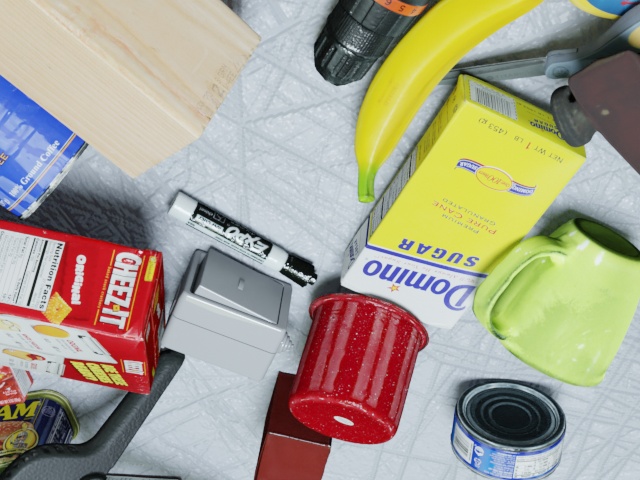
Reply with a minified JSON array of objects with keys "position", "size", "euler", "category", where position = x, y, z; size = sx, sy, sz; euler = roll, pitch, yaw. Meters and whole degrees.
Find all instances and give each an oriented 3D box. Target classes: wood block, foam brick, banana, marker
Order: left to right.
[{"position":[-0.150,-0.142,0.625],"size":[0.206,0.090,0.091],"euler":[40,148,-20],"category":"wood block"},{"position":[-0.055,0.001,0.783],"size":[0.121,0.020,0.020],"euler":[29,119,-13],"category":"marker"},{"position":[-0.018,0.150,0.838],"size":[0.051,0.078,0.053],"euler":[14,121,-3],"category":"foam brick"},{"position":[0.076,-0.111,0.673],"size":[0.037,0.070,0.198],"euler":[3,136,-42],"category":"banana"}]

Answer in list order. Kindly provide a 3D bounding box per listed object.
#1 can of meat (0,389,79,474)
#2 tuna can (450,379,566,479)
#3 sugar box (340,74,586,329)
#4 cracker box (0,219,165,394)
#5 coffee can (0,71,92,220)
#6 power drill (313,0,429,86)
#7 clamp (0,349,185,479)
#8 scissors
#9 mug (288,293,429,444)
[{"position":[-0.258,0.174,0.868],"size":[0.102,0.084,0.057],"euler":[-9,121,10],"category":"can of meat"},{"position":[0.144,0.145,0.816],"size":[0.086,0.086,0.034],"euler":[4,120,2],"category":"tuna can"},{"position":[0.093,-0.020,0.734],"size":[0.093,0.048,0.176],"euler":[24,125,-10],"category":"sugar box"},{"position":[-0.219,0.039,0.748],"size":[0.213,0.072,0.164],"euler":[11,159,-3],"category":"cracker box"},{"position":[-0.220,-0.095,0.689],"size":[0.140,0.102,0.103],"euler":[39,117,-18],"category":"coffee can"},{"position":[-0.007,-0.182,0.616],"size":[0.187,0.057,0.185],"euler":[13,130,-30],"category":"power drill"},{"position":[-0.175,0.181,0.822],"size":[0.209,0.036,0.164],"euler":[-12,97,-23],"category":"clamp"},{"position":[0.158,-0.120,0.660],"size":[0.202,0.016,0.096],"euler":[3,155,9],"category":"scissors"},{"position":[0.025,0.102,0.788],"size":[0.093,0.081,0.117],"euler":[13,151,9],"category":"mug"}]
